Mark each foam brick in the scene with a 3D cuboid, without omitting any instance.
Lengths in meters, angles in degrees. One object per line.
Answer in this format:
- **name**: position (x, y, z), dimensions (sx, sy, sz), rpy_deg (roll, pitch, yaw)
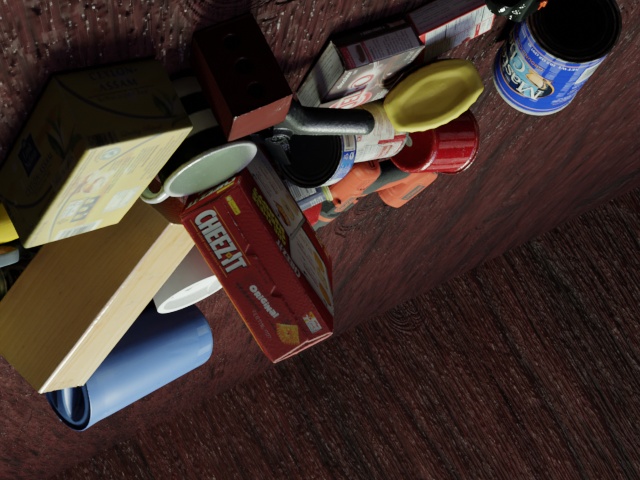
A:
- **foam brick**: position (-0.064, -0.128, 0.844), dimensions (0.053, 0.078, 0.051), rpy_deg (-24, 170, -18)

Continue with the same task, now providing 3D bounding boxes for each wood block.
- **wood block**: position (-0.216, 0.036, 1.020), dimensions (0.206, 0.091, 0.090), rpy_deg (-51, 166, 10)

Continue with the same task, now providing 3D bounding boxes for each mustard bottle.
- **mustard bottle**: position (0.114, -0.156, 1.110), dimensions (0.096, 0.058, 0.191), rpy_deg (-27, -172, 9)

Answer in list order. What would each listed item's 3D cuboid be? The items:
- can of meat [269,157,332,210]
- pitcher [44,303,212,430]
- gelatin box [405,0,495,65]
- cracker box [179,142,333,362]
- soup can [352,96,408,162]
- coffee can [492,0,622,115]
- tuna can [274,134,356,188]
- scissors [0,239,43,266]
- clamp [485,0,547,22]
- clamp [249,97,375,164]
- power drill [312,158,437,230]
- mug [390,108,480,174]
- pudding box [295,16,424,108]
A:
- **can of meat**: position (-0.040, -0.061, 1.183), dimensions (0.084, 0.057, 0.102), rpy_deg (-25, -161, -1)
- **pitcher**: position (-0.285, 0.178, 1.573), dimensions (0.242, 0.145, 0.149), rpy_deg (-22, -161, -41)
- **gelatin box**: position (0.126, -0.213, 1.035), dimensions (0.089, 0.030, 0.073), rpy_deg (-27, 167, -2)
- **cracker box**: position (-0.057, 0.001, 1.032), dimensions (0.072, 0.164, 0.213), rpy_deg (-30, -166, 9)
- **soup can**: position (0.039, -0.119, 1.152), dimensions (0.069, 0.068, 0.102), rpy_deg (-37, 165, 38)
- **coffee can**: position (0.254, -0.210, 1.162), dimensions (0.102, 0.103, 0.140), rpy_deg (-26, 168, -12)
- **tuna can**: position (-0.006, -0.097, 1.098), dimensions (0.086, 0.086, 0.033), rpy_deg (-35, 168, 32)
- **scissors**: position (-0.307, 0.010, 1.011), dimensions (0.096, 0.016, 0.201), rpy_deg (-5, -173, 2)
- **clamp**: position (0.211, -0.257, 0.973), dimensions (0.164, 0.036, 0.210), rpy_deg (-49, 174, 8)
- **clamp**: position (-0.031, -0.112, 0.996), dimensions (0.120, 0.039, 0.171), rpy_deg (-21, 163, 26)
- **power drill**: position (0.057, -0.067, 1.452), dimensions (0.187, 0.057, 0.185), rpy_deg (-16, 164, -45)
- **mug**: position (0.137, -0.135, 1.297), dimensions (0.081, 0.093, 0.117), rpy_deg (-9, 128, -46)
- **pudding box**: position (0.036, -0.162, 1.022), dimensions (0.089, 0.039, 0.114), rpy_deg (-23, 168, -24)
